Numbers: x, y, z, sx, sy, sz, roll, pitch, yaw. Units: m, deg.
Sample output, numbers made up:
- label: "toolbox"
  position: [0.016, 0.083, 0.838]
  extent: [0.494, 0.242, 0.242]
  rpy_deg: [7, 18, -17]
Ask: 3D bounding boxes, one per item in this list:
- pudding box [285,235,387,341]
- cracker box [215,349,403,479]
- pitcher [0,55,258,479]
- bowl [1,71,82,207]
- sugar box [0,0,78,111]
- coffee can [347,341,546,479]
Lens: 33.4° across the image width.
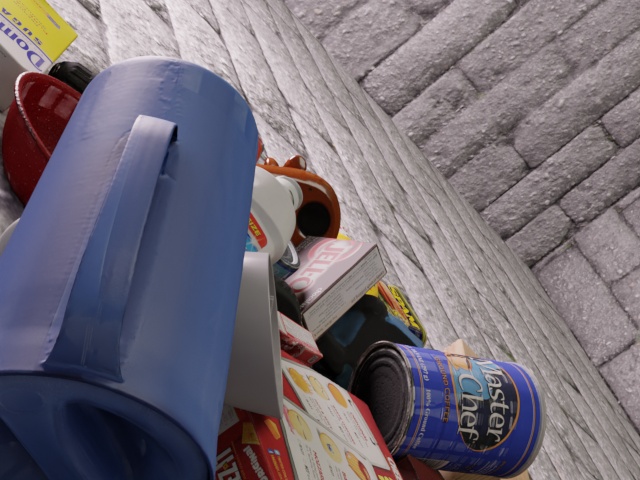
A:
- label: "pudding box"
  position: [-0.008, 0.042, 0.966]
  extent: [0.090, 0.113, 0.039]
  rpy_deg: [5, -51, 46]
- label: "cracker box"
  position: [-0.016, 0.163, 0.758]
  extent: [0.213, 0.072, 0.164]
  rpy_deg: [39, 18, -46]
- label: "pitcher"
  position: [-0.098, 0.010, 0.545]
  extent: [0.145, 0.149, 0.242]
  rpy_deg: [49, 34, -36]
- label: "bowl"
  position: [-0.183, -0.047, 0.798]
  extent: [0.162, 0.055, 0.162]
  rpy_deg: [48, 13, -15]
- label: "sugar box"
  position: [-0.265, -0.177, 0.901]
  extent: [0.093, 0.048, 0.176]
  rpy_deg: [47, 12, -18]
- label: "coffee can"
  position: [0.107, 0.147, 0.915]
  extent: [0.140, 0.103, 0.103]
  rpy_deg: [12, 32, -27]
